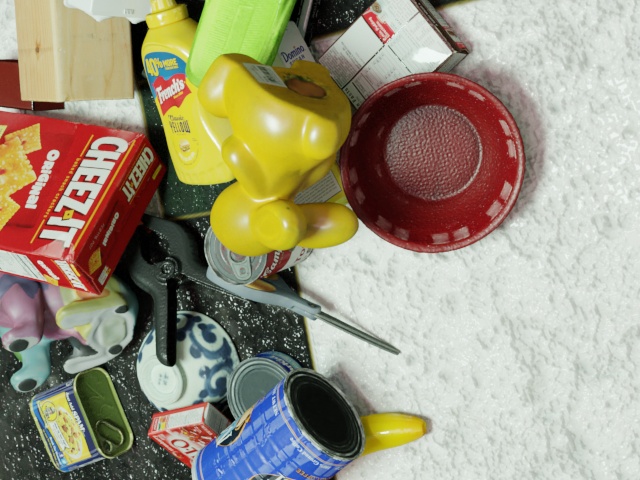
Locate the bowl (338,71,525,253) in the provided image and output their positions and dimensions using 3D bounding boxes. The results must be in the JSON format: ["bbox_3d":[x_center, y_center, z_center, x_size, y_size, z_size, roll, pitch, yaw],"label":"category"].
[{"bbox_3d":[0.099,-0.073,0.951,0.162,0.055,0.162,2,107,7],"label":"bowl"}]

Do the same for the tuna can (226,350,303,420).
[{"bbox_3d":[-0.052,0.158,1.100,0.086,0.033,0.086,5,102,27],"label":"tuna can"}]

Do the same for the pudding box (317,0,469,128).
[{"bbox_3d":[0.065,-0.168,0.977,0.114,0.039,0.090,-42,80,29],"label":"pudding box"}]

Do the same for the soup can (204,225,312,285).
[{"bbox_3d":[-0.057,0.001,1.035,0.069,0.102,0.068,5,101,27],"label":"soup can"}]

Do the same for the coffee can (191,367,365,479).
[{"bbox_3d":[-0.041,0.204,1.026,0.140,0.102,0.103,-43,79,24],"label":"coffee can"}]

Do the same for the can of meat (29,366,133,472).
[{"bbox_3d":[-0.273,0.206,1.211,0.084,0.057,0.102,-24,87,31],"label":"can of meat"}]

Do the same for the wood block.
[{"bbox_3d":[-0.253,-0.247,1.085,0.091,0.090,0.206,11,105,49],"label":"wood block"}]

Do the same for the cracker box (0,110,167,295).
[{"bbox_3d":[-0.294,-0.046,1.115,0.214,0.072,0.164,11,62,24],"label":"cracker box"}]

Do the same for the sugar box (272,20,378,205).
[{"bbox_3d":[-0.022,-0.111,1.015,0.094,0.048,0.176,-32,81,52],"label":"sugar box"}]

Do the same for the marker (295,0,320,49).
[{"bbox_3d":[-0.009,-0.230,1.015,0.020,0.020,0.121,22,108,23],"label":"marker"}]

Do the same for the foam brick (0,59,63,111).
[{"bbox_3d":[-0.329,-0.171,1.173,0.078,0.052,0.051,9,103,26],"label":"foam brick"}]

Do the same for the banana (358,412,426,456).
[{"bbox_3d":[0.022,0.222,1.074,0.069,0.037,0.198,40,117,-4],"label":"banana"}]

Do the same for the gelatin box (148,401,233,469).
[{"bbox_3d":[-0.125,0.209,1.122,0.073,0.030,0.089,-16,135,27],"label":"gelatin box"}]

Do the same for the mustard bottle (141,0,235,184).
[{"bbox_3d":[-0.129,-0.152,1.042,0.096,0.058,0.191,6,117,50],"label":"mustard bottle"}]

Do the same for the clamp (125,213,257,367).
[{"bbox_3d":[-0.142,0.033,1.108,0.120,0.039,0.171,-27,68,0],"label":"clamp"}]

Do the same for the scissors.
[{"bbox_3d":[-0.018,0.059,1.065,0.201,0.096,0.016,22,106,-10],"label":"scissors"}]
